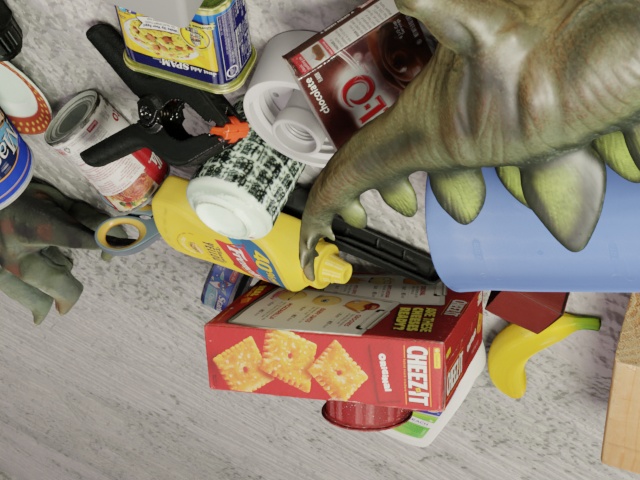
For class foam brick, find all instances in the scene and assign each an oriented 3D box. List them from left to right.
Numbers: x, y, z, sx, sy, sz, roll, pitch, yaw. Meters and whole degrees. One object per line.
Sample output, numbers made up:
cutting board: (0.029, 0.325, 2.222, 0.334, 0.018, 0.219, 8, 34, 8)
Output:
foam brick: (0.174, 0.027, 0.868, 0.051, 0.078, 0.053, 25, 152, -2)

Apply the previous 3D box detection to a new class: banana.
banana: (0.198, 0.111, 1.035, 0.069, 0.037, 0.198, 26, 152, 0)

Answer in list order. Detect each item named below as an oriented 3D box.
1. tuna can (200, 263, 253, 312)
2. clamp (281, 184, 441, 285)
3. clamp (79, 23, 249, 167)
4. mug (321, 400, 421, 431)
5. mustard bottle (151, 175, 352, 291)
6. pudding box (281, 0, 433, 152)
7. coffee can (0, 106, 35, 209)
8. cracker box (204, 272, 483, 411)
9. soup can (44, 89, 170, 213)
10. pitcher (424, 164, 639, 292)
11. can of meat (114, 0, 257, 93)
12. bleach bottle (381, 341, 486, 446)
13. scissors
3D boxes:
tuna can: (-0.089, 0.032, 1.085, 0.034, 0.086, 0.086, 25, 152, 5)
clamp: (0.006, -0.013, 0.981, 0.210, 0.036, 0.164, -1, 141, 44)
clamp: (-0.136, -0.096, 0.868, 0.172, 0.039, 0.120, 28, 121, 30)
mug: (0.057, 0.136, 1.060, 0.117, 0.093, 0.081, 9, 108, 30)
mustard bottle: (-0.057, 0.002, 0.962, 0.192, 0.058, 0.096, 18, 153, 28)
pudding box: (0.037, -0.105, 0.744, 0.113, 0.090, 0.039, 56, 179, -42)
coffee can: (-0.345, -0.102, 1.002, 0.103, 0.102, 0.140, 13, 150, 23)
cracker box: (0.026, 0.085, 0.961, 0.214, 0.164, 0.072, 3, 108, 20)
soup can: (-0.199, -0.083, 0.999, 0.069, 0.068, 0.102, -4, 139, 43)
pitcher: (0.197, -0.032, 0.705, 0.243, 0.145, 0.149, 2, 180, 31)
can of meat: (-0.102, -0.165, 0.792, 0.102, 0.057, 0.084, 17, 149, 14)
bleach bottle: (0.110, 0.138, 1.130, 0.102, 0.068, 0.251, 25, 150, 6)
scissors: (-0.138, -0.008, 1.057, 0.202, 0.096, 0.016, 21, 162, 15)
